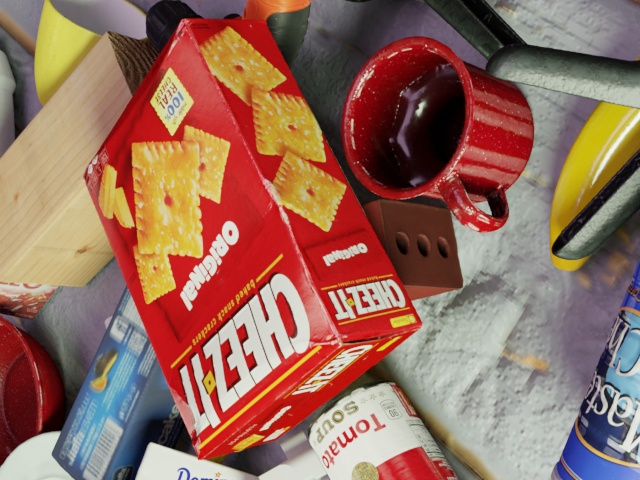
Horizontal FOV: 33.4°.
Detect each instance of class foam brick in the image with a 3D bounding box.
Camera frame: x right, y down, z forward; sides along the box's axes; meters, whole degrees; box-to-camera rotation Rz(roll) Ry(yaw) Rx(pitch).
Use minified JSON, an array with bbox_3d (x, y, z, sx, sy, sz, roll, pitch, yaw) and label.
[{"bbox_3d":[0.043,0.008,0.654,0.051,0.078,0.053,-18,76,38],"label":"foam brick"}]

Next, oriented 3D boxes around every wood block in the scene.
[{"bbox_3d":[-0.178,-0.057,0.844,0.206,0.090,0.090,-41,61,30],"label":"wood block"}]

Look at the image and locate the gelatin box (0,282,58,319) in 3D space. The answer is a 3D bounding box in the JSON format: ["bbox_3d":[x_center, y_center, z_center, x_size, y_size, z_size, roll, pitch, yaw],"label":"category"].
[{"bbox_3d":[-0.270,0.029,0.914,0.073,0.089,0.030,-47,47,26],"label":"gelatin box"}]

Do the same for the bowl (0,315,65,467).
[{"bbox_3d":[-0.270,0.141,0.921,0.162,0.055,0.162,-2,87,38],"label":"bowl"}]

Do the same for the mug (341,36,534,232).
[{"bbox_3d":[0.078,-0.056,0.627,0.093,0.081,0.117,-41,61,30],"label":"mug"}]

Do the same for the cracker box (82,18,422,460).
[{"bbox_3d":[-0.054,0.001,0.642,0.164,0.071,0.214,-45,63,43],"label":"cracker box"}]

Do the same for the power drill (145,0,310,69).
[{"bbox_3d":[-0.056,-0.154,0.719,0.184,0.057,0.188,47,148,24],"label":"power drill"}]

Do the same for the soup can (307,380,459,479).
[{"bbox_3d":[0.044,0.144,0.644,0.069,0.068,0.102,-49,56,26],"label":"soup can"}]
